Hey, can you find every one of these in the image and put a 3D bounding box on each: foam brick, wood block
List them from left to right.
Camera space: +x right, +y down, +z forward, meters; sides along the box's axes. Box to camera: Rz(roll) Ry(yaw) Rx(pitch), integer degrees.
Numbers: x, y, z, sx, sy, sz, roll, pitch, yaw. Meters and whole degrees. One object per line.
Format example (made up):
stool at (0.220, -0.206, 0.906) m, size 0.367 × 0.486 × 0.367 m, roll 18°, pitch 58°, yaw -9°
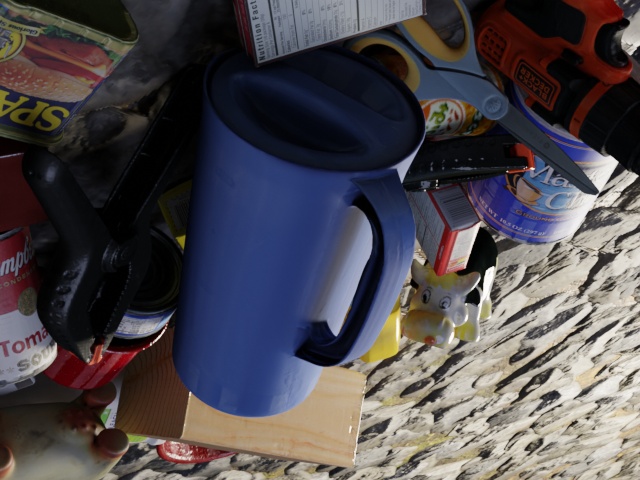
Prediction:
foam brick at (-0.192, -0.048, 0.643) m, size 0.051 × 0.053 × 0.078 m, roll -14°, pitch 152°, yaw -17°
wood block at (-0.064, 0.140, 0.931) m, size 0.091 × 0.090 × 0.205 m, roll -4°, pitch 162°, yaw 44°

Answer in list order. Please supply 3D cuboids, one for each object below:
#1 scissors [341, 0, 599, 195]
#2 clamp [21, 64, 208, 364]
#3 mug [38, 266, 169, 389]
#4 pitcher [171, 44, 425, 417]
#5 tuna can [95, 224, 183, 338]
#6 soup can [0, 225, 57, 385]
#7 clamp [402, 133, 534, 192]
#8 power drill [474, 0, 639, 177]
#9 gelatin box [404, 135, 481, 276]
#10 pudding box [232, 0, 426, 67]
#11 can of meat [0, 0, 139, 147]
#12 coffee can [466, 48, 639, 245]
scissors at (0.091, -0.085, 0.694) m, size 0.096 × 0.016 × 0.201 m, roll -32°, pitch 108°, yaw 14°
clamp at (-0.139, -0.001, 0.658) m, size 0.164 × 0.036 × 0.210 m, roll -33°, pitch 150°, yaw -57°
mug at (-0.183, 0.057, 0.808) m, size 0.117 × 0.093 × 0.082 m, roll 26°, pitch 137°, yaw -17°
pitcher at (-0.023, 0.009, 0.686) m, size 0.145 × 0.149 × 0.243 m, roll 17°, pitch 130°, yaw 1°
tuna can at (-0.140, 0.026, 0.774) m, size 0.085 × 0.086 × 0.034 m, roll -2°, pitch 147°, yaw -35°
soup can at (-0.217, 0.036, 0.704) m, size 0.068 × 0.069 × 0.102 m, roll -14°, pitch 113°, yaw -17°
clamp at (0.063, -0.053, 0.765) m, size 0.172 × 0.039 × 0.120 m, roll -11°, pitch -179°, yaw 26°
power drill at (0.183, -0.140, 0.650) m, size 0.057 × 0.185 × 0.188 m, roll -29°, pitch 149°, yaw -32°
gelatin box at (0.092, -0.027, 0.855) m, size 0.030 × 0.089 × 0.073 m, roll -18°, pitch 152°, yaw -14°
pudding box at (0.003, -0.157, 0.604) m, size 0.113 × 0.039 × 0.090 m, roll -17°, pitch 140°, yaw -8°
can of meat at (-0.160, -0.104, 0.568) m, size 0.084 × 0.057 × 0.101 m, roll -42°, pitch 147°, yaw 27°
coffee can at (0.179, -0.076, 0.822) m, size 0.102 × 0.103 × 0.140 m, roll -14°, pitch 151°, yaw -18°
